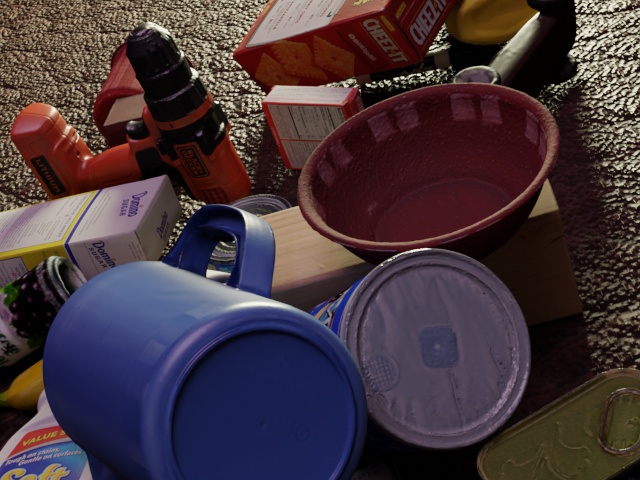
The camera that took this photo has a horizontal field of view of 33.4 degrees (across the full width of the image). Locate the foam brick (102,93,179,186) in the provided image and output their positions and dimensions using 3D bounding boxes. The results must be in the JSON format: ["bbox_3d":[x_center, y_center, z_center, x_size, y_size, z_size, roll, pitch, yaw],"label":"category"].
[{"bbox_3d":[-0.159,-0.093,0.999,0.051,0.078,0.053,-12,34,15],"label":"foam brick"}]

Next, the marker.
[{"bbox_3d":[0.092,-0.167,1.013,0.121,0.020,0.020,-8,38,18],"label":"marker"}]

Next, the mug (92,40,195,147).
[{"bbox_3d":[-0.184,-0.135,1.069,0.117,0.093,0.081,-35,28,39],"label":"mug"}]

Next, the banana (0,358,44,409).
[{"bbox_3d":[-0.166,0.072,0.822,0.197,0.037,0.070,-36,38,-19],"label":"banana"}]

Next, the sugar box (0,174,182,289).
[{"bbox_3d":[-0.212,0.000,0.898,0.176,0.048,0.093,-8,31,17],"label":"sugar box"}]

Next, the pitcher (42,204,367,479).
[{"bbox_3d":[-0.066,0.070,0.580,0.144,0.149,0.243,-25,9,-20],"label":"pitcher"}]

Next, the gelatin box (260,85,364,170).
[{"bbox_3d":[0.001,-0.096,0.921,0.089,0.073,0.030,6,44,33],"label":"gelatin box"}]

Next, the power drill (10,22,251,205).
[{"bbox_3d":[-0.170,-0.093,0.916,0.188,0.184,0.057,-5,39,26],"label":"power drill"}]

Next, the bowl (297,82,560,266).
[{"bbox_3d":[0.070,-0.030,0.656,0.162,0.055,0.162,-14,38,11],"label":"bowl"}]

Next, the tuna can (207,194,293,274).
[{"bbox_3d":[-0.056,0.001,0.858,0.086,0.033,0.086,-14,36,11],"label":"tuna can"}]

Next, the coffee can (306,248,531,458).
[{"bbox_3d":[0.042,0.069,0.603,0.102,0.103,0.140,-37,-1,-20],"label":"coffee can"}]

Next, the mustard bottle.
[{"bbox_3d":[0.142,-0.248,1.050,0.096,0.058,0.192,-21,31,-7],"label":"mustard bottle"}]

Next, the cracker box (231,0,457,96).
[{"bbox_3d":[0.036,-0.227,1.014,0.214,0.072,0.164,-4,49,48],"label":"cracker box"}]

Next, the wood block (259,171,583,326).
[{"bbox_3d":[0.061,0.016,0.729,0.206,0.091,0.090,-16,36,9],"label":"wood block"}]
